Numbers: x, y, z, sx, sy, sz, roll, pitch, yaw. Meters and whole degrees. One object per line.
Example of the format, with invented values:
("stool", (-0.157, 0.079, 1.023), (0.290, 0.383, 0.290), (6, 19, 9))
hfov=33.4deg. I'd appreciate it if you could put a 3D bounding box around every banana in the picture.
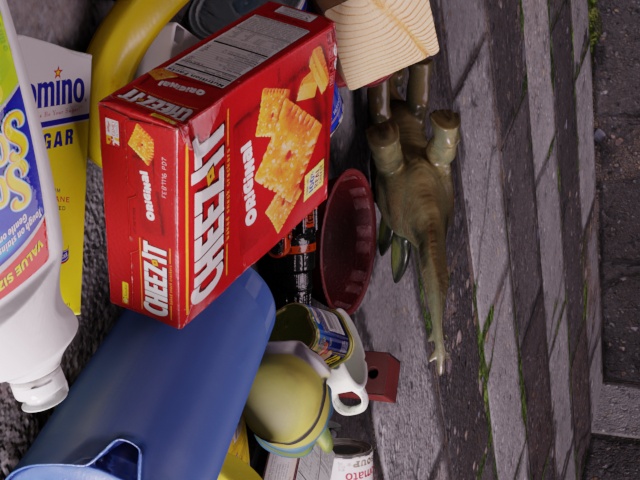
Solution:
("banana", (-0.130, -0.134, 0.766), (0.037, 0.069, 0.198), (-164, -84, -76))

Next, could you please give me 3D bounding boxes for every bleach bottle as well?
("bleach bottle", (-0.188, -0.024, 0.598), (0.102, 0.068, 0.251), (-31, 114, -40))

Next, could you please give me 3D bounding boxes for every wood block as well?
("wood block", (0.021, -0.243, 0.968), (0.091, 0.090, 0.206), (69, -3, -47))

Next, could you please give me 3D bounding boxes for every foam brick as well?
("foam brick", (0.049, 0.158, 1.253), (0.051, 0.078, 0.053), (40, 55, -62))

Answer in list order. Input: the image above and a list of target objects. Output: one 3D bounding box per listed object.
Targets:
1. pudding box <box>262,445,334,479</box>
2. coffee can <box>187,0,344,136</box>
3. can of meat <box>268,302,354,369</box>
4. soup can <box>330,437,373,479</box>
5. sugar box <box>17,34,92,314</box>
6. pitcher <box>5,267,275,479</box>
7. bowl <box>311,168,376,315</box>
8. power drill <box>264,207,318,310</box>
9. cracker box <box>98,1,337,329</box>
("pudding box", (-0.023, 0.235, 1.048), (0.090, 0.039, 0.113), (64, 28, -45))
("coffee can", (-0.045, -0.156, 0.940), (0.140, 0.103, 0.102), (67, 34, -48))
("can of meat", (-0.030, 0.103, 1.026), (0.083, 0.102, 0.057), (25, 36, -63))
("soup can", (0.027, 0.287, 1.235), (0.068, 0.069, 0.102), (-16, 108, -66))
("sugar box", (-0.191, -0.039, 0.681), (0.093, 0.048, 0.176), (-1, 96, -65))
("pitcher", (-0.122, 0.125, 0.794), (0.145, 0.149, 0.242), (60, 34, -29))
("bowl", (0.008, 0.001, 1.157), (0.162, 0.055, 0.162), (4, 90, -67))
("power drill", (-0.057, 0.001, 1.002), (0.187, 0.057, 0.184), (-22, 111, -68))
("cracker box", (-0.067, -0.061, 0.785), (0.213, 0.072, 0.164), (-45, 146, -48))
